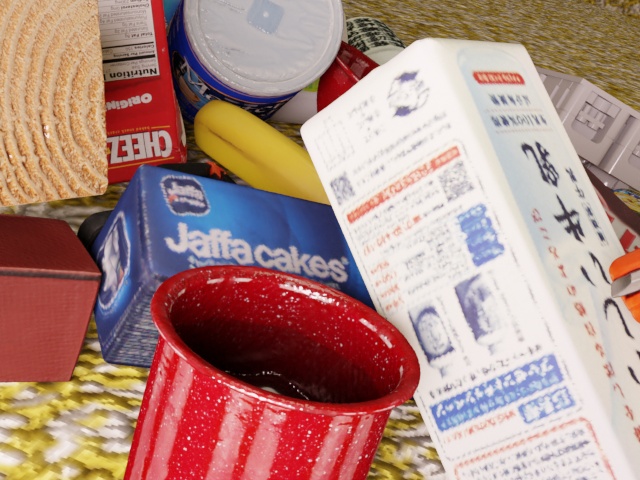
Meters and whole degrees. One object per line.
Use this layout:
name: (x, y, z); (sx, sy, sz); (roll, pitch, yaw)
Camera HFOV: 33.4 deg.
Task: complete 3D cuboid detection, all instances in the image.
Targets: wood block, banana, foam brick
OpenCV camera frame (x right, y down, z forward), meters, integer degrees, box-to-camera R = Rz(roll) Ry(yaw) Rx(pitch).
wood block: (-0.193, -0.063, 0.443); (0.206, 0.090, 0.090); (5, 12, 37)
banana: (-0.031, -0.049, 0.649); (0.069, 0.037, 0.198); (29, 4, -38)
foam brick: (-0.137, 0.022, 0.429); (0.078, 0.051, 0.053); (5, 24, -31)

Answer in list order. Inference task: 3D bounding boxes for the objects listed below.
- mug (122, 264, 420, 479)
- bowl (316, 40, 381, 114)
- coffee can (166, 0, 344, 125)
mug: (-0.015, 0.063, 0.379); (0.093, 0.081, 0.117); (28, 24, 24)
bowl: (0.051, -0.072, 0.758); (0.162, 0.055, 0.162); (37, 16, -13)
coffee can: (-0.053, -0.135, 0.730); (0.102, 0.103, 0.140); (12, -8, -15)
